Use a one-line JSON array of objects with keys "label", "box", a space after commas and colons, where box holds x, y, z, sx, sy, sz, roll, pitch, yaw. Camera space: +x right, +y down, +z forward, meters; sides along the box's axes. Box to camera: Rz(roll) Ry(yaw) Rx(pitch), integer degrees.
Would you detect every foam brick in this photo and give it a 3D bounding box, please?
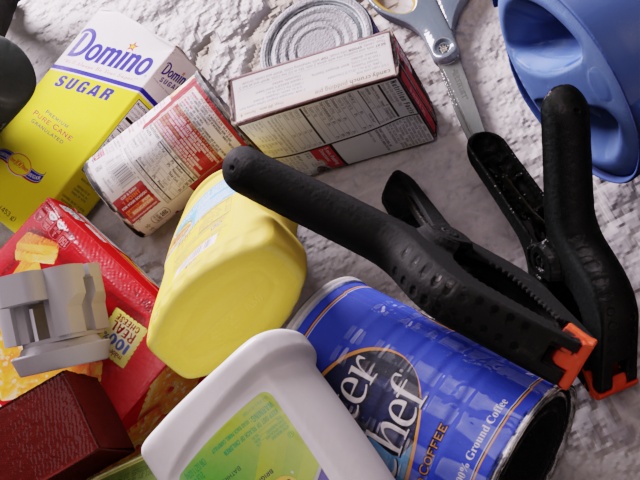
[{"label": "foam brick", "box": [-0.157, 0.115, 0.607, 0.078, 0.053, 0.051, -30, 73, 3]}]

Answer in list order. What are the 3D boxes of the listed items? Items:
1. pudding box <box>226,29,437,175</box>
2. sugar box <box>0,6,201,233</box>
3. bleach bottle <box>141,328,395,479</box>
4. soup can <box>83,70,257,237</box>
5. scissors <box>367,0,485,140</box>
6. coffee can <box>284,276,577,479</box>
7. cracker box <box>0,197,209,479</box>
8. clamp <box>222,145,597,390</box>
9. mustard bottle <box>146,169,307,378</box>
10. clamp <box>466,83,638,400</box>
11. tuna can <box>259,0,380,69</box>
[{"label": "pudding box", "box": [0.009, -0.084, 0.685, 0.114, 0.090, 0.039, -16, 63, 16]}, {"label": "sugar box", "box": [-0.178, -0.083, 0.786, 0.093, 0.048, 0.176, 32, 84, 33]}, {"label": "bleach bottle", "box": [0.023, 0.166, 0.494, 0.103, 0.068, 0.251, -44, 69, 11]}, {"label": "soup can", "box": [-0.102, -0.058, 0.732, 0.102, 0.068, 0.068, -38, 59, 3]}, {"label": "scissors", "box": [0.096, -0.142, 0.718, 0.096, 0.016, 0.202, -35, 60, 4]}, {"label": "coffee can", "box": [0.052, 0.094, 0.582, 0.140, 0.102, 0.103, 26, 79, 29]}, {"label": "cracker box", "box": [-0.187, 0.101, 0.694, 0.164, 0.072, 0.213, 40, 87, 30]}, {"label": "clamp", "box": [0.052, 0.008, 0.575, 0.210, 0.164, 0.036, 41, 114, 40]}, {"label": "mustard bottle", "box": [-0.054, 0.001, 0.648, 0.096, 0.058, 0.191, -43, 19, 15]}, {"label": "clamp", "box": [0.131, 0.002, 0.599, 0.039, 0.120, 0.171, -15, 95, -10]}, {"label": "tuna can", "box": [0.002, -0.127, 0.739, 0.086, 0.033, 0.086, -9, 65, 19]}]
